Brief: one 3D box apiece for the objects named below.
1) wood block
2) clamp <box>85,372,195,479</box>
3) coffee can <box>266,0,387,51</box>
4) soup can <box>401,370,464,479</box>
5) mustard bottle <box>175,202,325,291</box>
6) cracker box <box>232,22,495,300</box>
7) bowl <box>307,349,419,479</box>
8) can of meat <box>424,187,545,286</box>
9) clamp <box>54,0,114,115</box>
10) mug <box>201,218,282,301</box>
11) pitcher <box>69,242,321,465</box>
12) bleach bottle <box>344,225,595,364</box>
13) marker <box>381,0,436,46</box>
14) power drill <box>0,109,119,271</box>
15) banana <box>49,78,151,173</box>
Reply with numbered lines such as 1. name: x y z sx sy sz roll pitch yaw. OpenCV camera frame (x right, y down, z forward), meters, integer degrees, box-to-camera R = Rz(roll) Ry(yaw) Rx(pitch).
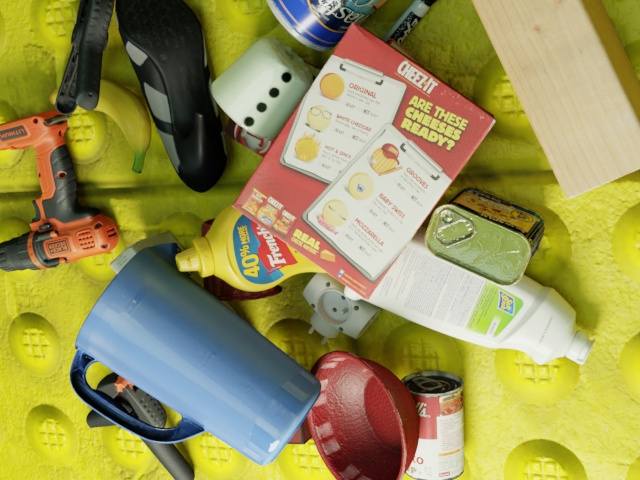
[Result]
1. wood block: 0.230 -0.155 0.980 0.090 0.090 0.206 -25 93 29
2. clamp: -0.216 0.218 1.283 0.164 0.036 0.210 31 148 10
3. coffee can: 0.027 -0.265 1.034 0.141 0.102 0.103 -35 88 33
4. soup can: 0.120 0.199 1.144 0.069 0.068 0.102 4 105 25
5. mustard bottle: -0.057 0.001 1.116 0.191 0.058 0.096 -14 101 -17
6. cracker box: 0.042 -0.076 1.036 0.164 0.072 0.214 35 103 1
7. bowl: 0.054 0.188 1.123 0.162 0.055 0.162 22 118 49
8. can of meat: 0.165 -0.008 1.054 0.102 0.083 0.057 24 116 15
9. clamp: -0.260 -0.217 1.182 0.120 0.039 0.171 -6 71 56
10. mug: -0.096 0.016 1.194 0.117 0.093 0.081 15 110 60
11. pitcher: -0.130 0.133 1.110 0.243 0.144 0.149 36 122 3
12. bleach bottle: 0.156 0.064 1.094 0.251 0.068 0.103 26 113 15
13. marker: 0.084 -0.216 1.073 0.020 0.020 0.121 46 118 7
14. power drill: -0.347 -0.057 1.305 0.185 0.057 0.187 -12 102 24
15. banana: -0.245 -0.149 1.215 0.069 0.037 0.198 -50 51 -3
